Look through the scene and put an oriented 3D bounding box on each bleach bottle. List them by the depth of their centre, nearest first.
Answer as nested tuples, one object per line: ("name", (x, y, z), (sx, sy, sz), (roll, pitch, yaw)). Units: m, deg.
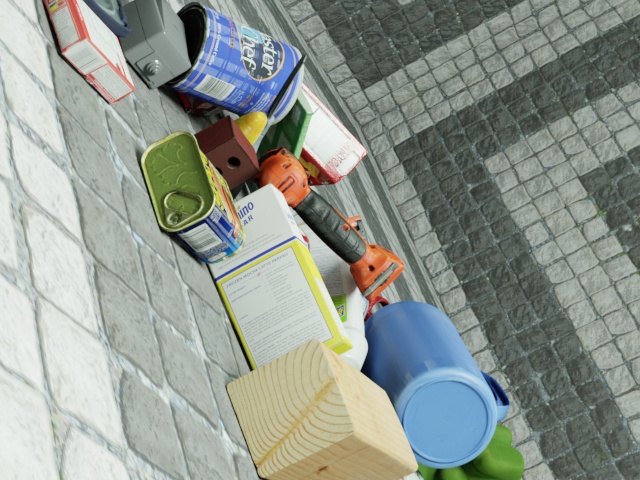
("bleach bottle", (-0.004, 0.081, 1.213), (0.251, 0.102, 0.068), (-97, 171, -51))

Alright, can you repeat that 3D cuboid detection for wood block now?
("wood block", (0.008, 0.171, 0.961), (0.090, 0.091, 0.206), (66, 9, 26))

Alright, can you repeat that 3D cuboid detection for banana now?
("banana", (-0.105, -0.115, 1.205), (0.037, 0.069, 0.198), (35, -4, -14))

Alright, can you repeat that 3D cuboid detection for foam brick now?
("foam brick", (-0.110, -0.082, 1.103), (0.053, 0.078, 0.051), (53, 12, -34))

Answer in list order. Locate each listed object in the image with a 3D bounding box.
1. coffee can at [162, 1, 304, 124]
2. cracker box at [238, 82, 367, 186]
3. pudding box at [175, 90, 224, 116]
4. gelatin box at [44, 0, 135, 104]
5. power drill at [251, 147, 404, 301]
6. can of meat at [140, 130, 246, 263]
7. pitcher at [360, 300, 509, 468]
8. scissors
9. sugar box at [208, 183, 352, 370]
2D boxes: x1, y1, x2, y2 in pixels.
("coffee can", (-0.105, -0.203, 1.243), (0.140, 0.103, 0.103), (18, 37, -37))
("cracker box", (-0.052, -0.168, 1.448), (0.213, 0.072, 0.164), (45, -10, -13))
("pudding box", (-0.157, -0.202, 1.333), (0.090, 0.039, 0.113), (62, 9, 2))
("gelatin box", (-0.210, -0.177, 0.972), (0.073, 0.030, 0.089), (66, 9, 31))
("power drill", (0.002, -0.024, 1.167), (0.187, 0.057, 0.184), (43, 5, -11))
("can of meat", (-0.117, -0.037, 0.996), (0.102, 0.057, 0.084), (68, 8, 32))
("pitcher", (0.124, 0.160, 1.175), (0.243, 0.149, 0.145), (-116, -179, -78))
("scissors", (-0.069, -0.117, 1.208), (0.016, 0.202, 0.096), (23, 49, -17))
("sugar box", (-0.047, 0.043, 1.025), (0.176, 0.093, 0.048), (66, 9, 23))
